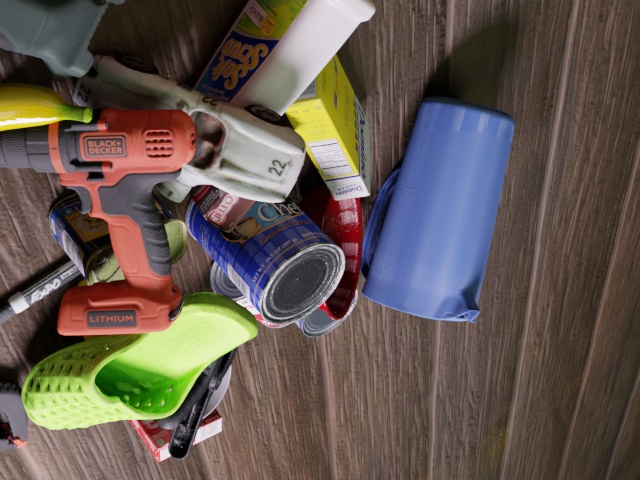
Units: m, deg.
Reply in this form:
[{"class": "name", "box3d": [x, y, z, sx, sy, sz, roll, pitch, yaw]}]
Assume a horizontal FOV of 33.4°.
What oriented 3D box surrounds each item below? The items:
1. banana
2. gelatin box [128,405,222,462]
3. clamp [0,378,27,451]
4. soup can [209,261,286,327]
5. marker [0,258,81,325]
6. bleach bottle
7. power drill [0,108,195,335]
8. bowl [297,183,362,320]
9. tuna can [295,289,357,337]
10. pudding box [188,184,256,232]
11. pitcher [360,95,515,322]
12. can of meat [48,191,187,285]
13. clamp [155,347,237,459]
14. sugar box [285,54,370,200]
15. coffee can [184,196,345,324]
[{"class": "banana", "box3d": [-0.272, -0.087, 0.782, 0.197, 0.070, 0.037, -19, 112, -30]}, {"class": "gelatin box", "box3d": [-0.170, 0.208, 1.245, 0.089, 0.073, 0.030, -23, 141, -28]}, {"class": "clamp", "box3d": [-0.355, 0.168, 1.033, 0.164, 0.036, 0.210, -39, 149, -12]}, {"class": "soup can", "box3d": [-0.069, 0.051, 1.185, 0.068, 0.069, 0.102, -46, 146, 4]}, {"class": "marker", "box3d": [-0.265, 0.045, 1.012, 0.121, 0.020, 0.020, -34, 146, -15]}, {"class": "bleach bottle", "box3d": [-0.063, -0.135, 0.950, 0.068, 0.103, 0.251, 23, 110, -45]}, {"class": "power drill", "box3d": [-0.189, -0.017, 0.874, 0.184, 0.057, 0.188, -1, 111, 6]}, {"class": "bowl", "box3d": [0.000, 0.006, 1.178, 0.162, 0.055, 0.162, 4, 90, -72]}, {"class": "tuna can", "box3d": [0.003, 0.077, 1.321, 0.086, 0.034, 0.086, -28, 144, -23]}, {"class": "pudding box", "box3d": [-0.078, -0.075, 1.010, 0.113, 0.090, 0.039, -48, 127, 7]}, {"class": "pitcher", "box3d": [0.131, -0.037, 1.211, 0.145, 0.149, 0.243, -31, 135, -82]}, {"class": "can of meat", "box3d": [-0.186, -0.009, 0.976, 0.102, 0.084, 0.057, -26, 143, -26]}, {"class": "clamp", "box3d": [-0.127, 0.146, 1.137, 0.120, 0.039, 0.171, 96, 16, -72]}, {"class": "sugar box", "box3d": [0.009, -0.122, 1.050, 0.048, 0.093, 0.176, -9, 151, 18]}, {"class": "coffee can", "box3d": [-0.057, 0.001, 1.075, 0.102, 0.140, 0.103, -28, 144, -23]}]
